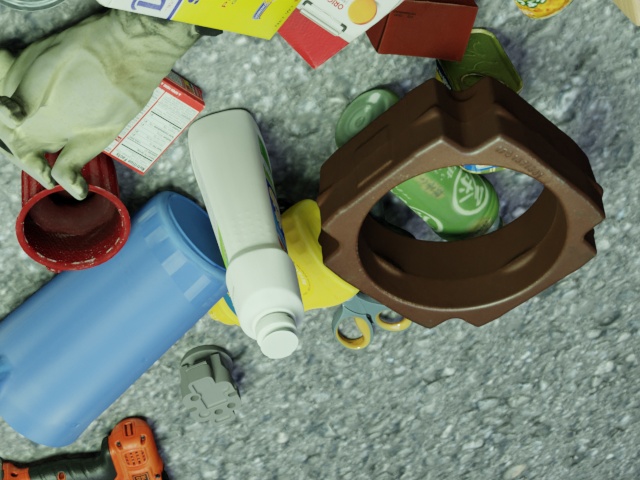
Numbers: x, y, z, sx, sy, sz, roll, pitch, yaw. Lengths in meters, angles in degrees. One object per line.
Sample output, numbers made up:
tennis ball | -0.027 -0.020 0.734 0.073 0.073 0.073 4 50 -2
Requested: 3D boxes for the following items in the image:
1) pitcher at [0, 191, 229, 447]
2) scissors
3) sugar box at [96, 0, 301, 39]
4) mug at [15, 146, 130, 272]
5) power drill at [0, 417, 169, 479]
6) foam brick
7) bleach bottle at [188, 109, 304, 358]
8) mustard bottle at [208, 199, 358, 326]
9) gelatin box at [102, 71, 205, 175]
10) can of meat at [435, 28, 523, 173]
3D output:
pitcher | -0.188 0.069 0.988 0.243 0.149 0.145 -40 112 15
scissors | 0.046 0.052 1.081 0.096 0.016 0.202 -10 143 -1
sugar box | -0.067 -0.185 0.692 0.093 0.048 0.175 -47 161 26
mug | -0.216 -0.026 0.914 0.093 0.081 0.117 7 128 -22
power drill | -0.263 0.285 1.194 0.187 0.057 0.184 -13 129 -9
foam brick | 0.082 -0.186 0.883 0.078 0.051 0.053 3 128 -19
bleach bottle | -0.056 0.001 0.870 0.068 0.251 0.102 -16 133 -3
mustard bottle | -0.047 0.038 1.010 0.096 0.058 0.192 51 135 -9
gelatin box | -0.153 -0.107 0.897 0.073 0.030 0.089 30 116 -37
can of meat | 0.134 -0.119 0.924 0.057 0.102 0.084 -12 135 -6
